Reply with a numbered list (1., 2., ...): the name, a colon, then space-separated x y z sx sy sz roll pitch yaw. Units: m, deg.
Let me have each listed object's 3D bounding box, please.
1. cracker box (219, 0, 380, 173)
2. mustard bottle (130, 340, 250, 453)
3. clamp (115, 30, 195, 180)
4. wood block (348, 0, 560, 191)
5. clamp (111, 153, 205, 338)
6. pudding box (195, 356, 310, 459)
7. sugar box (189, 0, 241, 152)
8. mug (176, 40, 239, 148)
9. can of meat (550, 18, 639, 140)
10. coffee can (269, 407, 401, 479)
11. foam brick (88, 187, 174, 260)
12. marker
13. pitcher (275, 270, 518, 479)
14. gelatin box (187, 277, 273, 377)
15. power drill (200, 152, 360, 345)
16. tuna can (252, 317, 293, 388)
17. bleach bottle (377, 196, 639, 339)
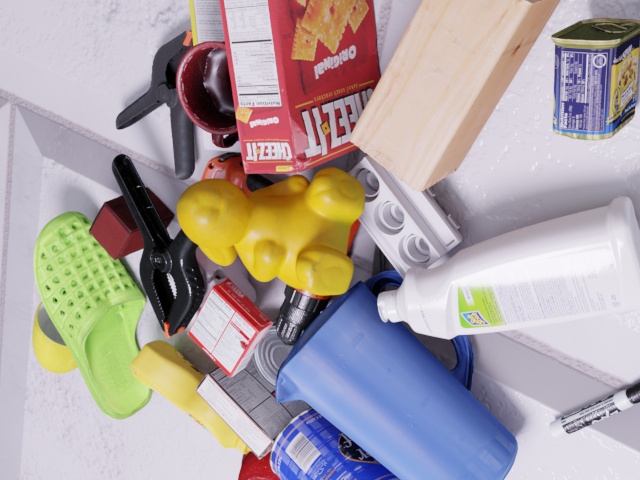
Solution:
1. cracker box: -0.013 -0.185 1.014 0.072 0.163 0.214 3 109 35
2. mustard bottle: -0.137 0.197 1.289 0.192 0.096 0.058 35 83 18
3. clamp: -0.174 -0.166 1.211 0.120 0.039 0.172 27 115 19
4. wood block: 0.122 -0.158 0.977 0.090 0.090 0.206 39 124 15
5. clamp: -0.161 0.014 1.187 0.165 0.036 0.210 13 118 40
6. pudding box: -0.076 0.187 1.243 0.113 0.089 0.039 43 125 13
7. sugar box: -0.086 -0.183 1.139 0.093 0.048 0.176 8 115 29
8. mug: -0.085 -0.149 1.073 0.093 0.081 0.117 18 117 21
9. can of meat: 0.234 -0.138 0.903 0.058 0.101 0.084 10 115 30
10. coffee can: 0.025 0.261 1.167 0.140 0.102 0.103 39 128 42
11. foam brick: -0.226 -0.021 1.276 0.053 0.078 0.051 46 127 14
12. marker: 0.275 0.164 1.038 0.121 0.020 0.020 -36 86 38
13. pitcher: 0.087 0.158 1.091 0.243 0.144 0.149 42 126 0
14. gelatin box: -0.101 0.096 1.184 0.073 0.030 0.089 43 130 14
15. power drill: -0.058 0.001 1.173 0.188 0.057 0.185 31 112 19
16. tuna can: -0.037 0.131 1.230 0.086 0.033 0.086 13 114 30
17. bleach bottle: 0.171 0.035 0.992 0.251 0.068 0.102 -12 113 23
